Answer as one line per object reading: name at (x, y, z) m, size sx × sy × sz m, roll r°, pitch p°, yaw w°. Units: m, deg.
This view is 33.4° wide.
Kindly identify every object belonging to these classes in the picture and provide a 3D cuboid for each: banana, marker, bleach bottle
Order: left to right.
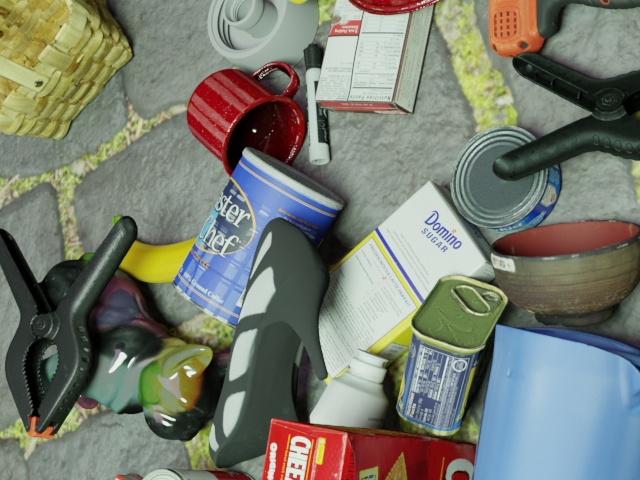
banana at (-0.152, 0.009, 1.071) m, size 0.198 × 0.037 × 0.069 m, roll 3°, pitch 81°, yaw 36°
marker at (-0.004, -0.131, 1.013) m, size 0.020 × 0.020 × 0.121 m, roll -14°, pitch 71°, yaw 32°
bleach bottle at (0.003, 0.211, 0.871) m, size 0.068 × 0.102 × 0.251 m, roll 19°, pitch 89°, yaw 21°

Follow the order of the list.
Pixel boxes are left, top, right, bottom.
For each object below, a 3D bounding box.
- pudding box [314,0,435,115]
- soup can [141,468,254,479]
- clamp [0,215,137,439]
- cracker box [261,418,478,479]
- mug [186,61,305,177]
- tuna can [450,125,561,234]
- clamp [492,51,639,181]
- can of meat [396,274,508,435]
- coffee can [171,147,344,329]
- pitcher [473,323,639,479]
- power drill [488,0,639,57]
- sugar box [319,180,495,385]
pudding box at (0.049, -0.172, 0.974) m, size 0.090 × 0.039 × 0.113 m, roll 8°, pitch 84°, yaw 36°
soup can at (-0.107, 0.236, 0.941) m, size 0.069 × 0.102 × 0.068 m, roll -10°, pitch 73°, yaw 33°
clamp at (-0.256, 0.076, 0.994) m, size 0.165 × 0.036 × 0.210 m, roll 3°, pitch 77°, yaw 29°
cracker box at (0.035, 0.220, 0.776) m, size 0.072 × 0.213 × 0.164 m, roll 5°, pitch 81°, yaw 34°
mug at (-0.067, -0.121, 1.015) m, size 0.117 × 0.093 × 0.082 m, roll -52°, pitch 50°, yaw 4°
tuna can at (0.152, -0.048, 0.873) m, size 0.086 × 0.033 × 0.086 m, roll -10°, pitch 73°, yaw 33°
clamp at (0.218, -0.105, 0.825) m, size 0.172 × 0.039 × 0.120 m, roll -4°, pitch 63°, yaw 16°
can of meat at (0.100, 0.088, 0.820) m, size 0.057 × 0.102 × 0.084 m, roll 18°, pitch 121°, yaw 16°
coffee can at (-0.056, 0.001, 0.965) m, size 0.103 × 0.102 × 0.140 m, roll 35°, pitch 100°, yaw 36°
pitcher at (0.162, 0.184, 0.760) m, size 0.145 × 0.149 × 0.243 m, roll 12°, pitch 89°, yaw 22°
power drill at (0.215, -0.243, 0.843) m, size 0.188 × 0.057 × 0.184 m, roll 2°, pitch 96°, yaw 39°
sugar box at (0.060, 0.042, 0.908) m, size 0.176 × 0.048 × 0.093 m, roll -40°, pitch 60°, yaw 18°
